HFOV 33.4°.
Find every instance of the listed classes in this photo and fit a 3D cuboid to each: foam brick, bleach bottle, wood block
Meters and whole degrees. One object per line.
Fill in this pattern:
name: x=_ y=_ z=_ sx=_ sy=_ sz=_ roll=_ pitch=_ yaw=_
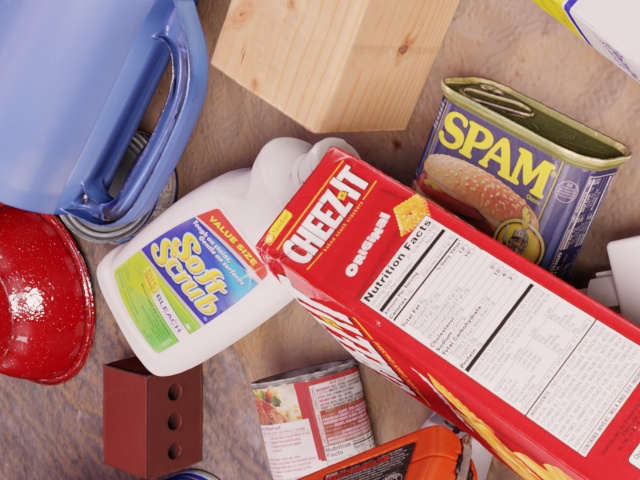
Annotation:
foam brick: x=-0.121 y=0.125 z=0.771 sx=0.051 sy=0.052 sz=0.078 roll=8 pitch=102 yaw=39
bleach bottle: x=-0.054 y=0.001 z=0.649 sx=0.251 sy=0.067 sz=0.102 roll=-39 pitch=77 yaw=52
wood block: x=0.029 y=-0.170 z=0.579 sx=0.090 sy=0.090 sz=0.206 roll=37 pitch=118 yaw=31

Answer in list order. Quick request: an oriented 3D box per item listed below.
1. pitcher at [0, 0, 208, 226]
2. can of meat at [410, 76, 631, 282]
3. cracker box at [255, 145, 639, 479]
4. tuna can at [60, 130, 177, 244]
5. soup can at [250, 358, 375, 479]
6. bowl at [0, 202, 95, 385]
pitcher: x=-0.134 y=-0.136 z=0.643 sx=0.243 sy=0.149 sz=0.145 roll=-55 pitch=25 yaw=27
can of meat: x=0.098 y=-0.028 z=0.563 sx=0.102 sy=0.057 sz=0.084 roll=34 pitch=119 yaw=32
cracker box: x=0.087 y=0.063 z=0.511 sx=0.214 sy=0.164 sz=0.072 roll=33 pitch=80 yaw=31
tuna can: x=-0.146 y=-0.040 z=0.764 sx=0.086 sy=0.033 sz=0.086 roll=-1 pitch=87 yaw=20
soup can: x=0.001 y=0.130 z=0.658 sx=0.069 sy=0.068 sz=0.102 roll=-16 pitch=86 yaw=40
bowl: x=-0.255 y=0.048 z=0.863 sx=0.162 sy=0.055 sz=0.162 roll=11 pitch=108 yaw=36
